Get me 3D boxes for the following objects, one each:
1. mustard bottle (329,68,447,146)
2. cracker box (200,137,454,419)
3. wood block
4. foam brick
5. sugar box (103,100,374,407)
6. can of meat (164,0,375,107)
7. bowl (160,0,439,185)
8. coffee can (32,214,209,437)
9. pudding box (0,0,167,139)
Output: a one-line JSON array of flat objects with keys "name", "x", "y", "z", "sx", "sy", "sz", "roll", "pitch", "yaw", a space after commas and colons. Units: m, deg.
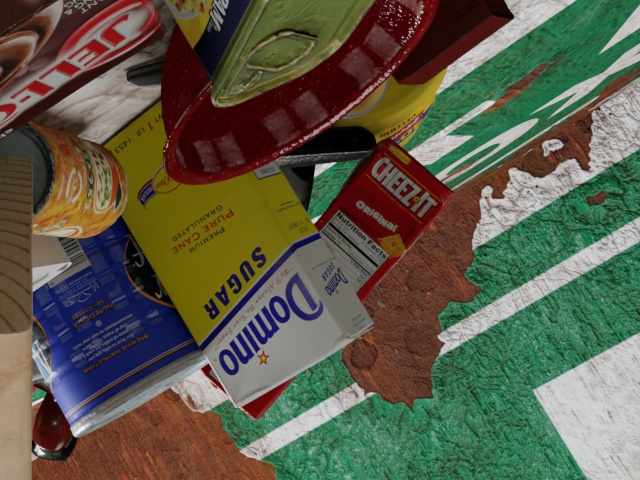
[{"name": "mustard bottle", "x": 0.047, "y": -0.104, "z": 0.848, "sx": 0.096, "sy": 0.058, "sz": 0.191, "roll": -33, "pitch": 175, "yaw": -2}, {"name": "cracker box", "x": -0.004, "y": 0.028, "z": 0.817, "sx": 0.213, "sy": 0.072, "sz": 0.164, "roll": -49, "pitch": -179, "yaw": -4}, {"name": "wood block", "x": -0.179, "y": 0.062, "z": 0.495, "sx": 0.090, "sy": 0.091, "sz": 0.206, "roll": 1, "pitch": 142, "yaw": -14}, {"name": "foam brick", "x": 0.075, "y": -0.143, "z": 0.688, "sx": 0.078, "sy": 0.053, "sz": 0.051, "roll": -33, "pitch": 174, "yaw": 25}, {"name": "sugar box", "x": -0.054, "y": 0.001, "z": 0.632, "sx": 0.093, "sy": 0.176, "sz": 0.048, "roll": -34, "pitch": 174, "yaw": 27}, {"name": "can of meat", "x": -0.024, "y": -0.105, "z": 0.348, "sx": 0.057, "sy": 0.084, "sz": 0.102, "roll": -29, "pitch": 174, "yaw": -24}, {"name": "bowl", "x": -0.021, "y": -0.097, "z": 0.527, "sx": 0.162, "sy": 0.055, "sz": 0.162, "roll": -32, "pitch": 168, "yaw": -8}, {"name": "coffee can", "x": -0.142, "y": 0.037, "z": 0.670, "sx": 0.103, "sy": 0.140, "sz": 0.103, "roll": -31, "pitch": 174, "yaw": -4}, {"name": "pudding box", "x": -0.116, "y": -0.071, "z": 0.386, "sx": 0.113, "sy": 0.039, "sz": 0.090, "roll": -31, "pitch": 175, "yaw": -1}]
